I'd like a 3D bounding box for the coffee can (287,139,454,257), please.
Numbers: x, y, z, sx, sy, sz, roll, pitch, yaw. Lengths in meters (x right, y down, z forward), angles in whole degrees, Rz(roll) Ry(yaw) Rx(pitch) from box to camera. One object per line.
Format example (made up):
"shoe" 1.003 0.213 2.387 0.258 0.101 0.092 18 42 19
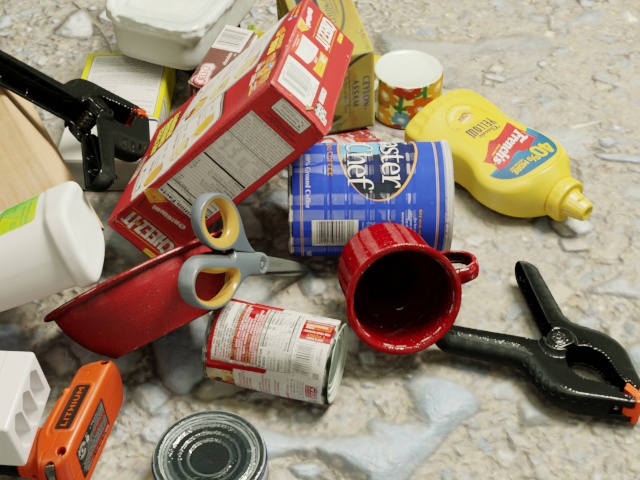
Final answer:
"coffee can" 0.042 -0.037 0.942 0.140 0.103 0.103 -1 43 0

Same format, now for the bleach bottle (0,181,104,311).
"bleach bottle" -0.293 0.036 0.813 0.251 0.068 0.102 -22 23 2

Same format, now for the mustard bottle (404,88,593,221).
"mustard bottle" 0.176 -0.072 1.010 0.096 0.058 0.192 -33 52 -27

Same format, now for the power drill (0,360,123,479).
"power drill" -0.252 0.120 0.821 0.188 0.057 0.184 6 47 11

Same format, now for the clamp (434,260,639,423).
"clamp" 0.190 0.081 0.862 0.172 0.039 0.120 29 58 25

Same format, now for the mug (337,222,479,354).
"mug" 0.071 0.031 0.867 0.117 0.093 0.081 -18 20 -3

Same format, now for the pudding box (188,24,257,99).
"pudding box" -0.097 -0.149 1.076 0.039 0.090 0.113 14 44 11

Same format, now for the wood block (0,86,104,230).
"wood block" -0.286 -0.078 0.924 0.090 0.091 0.206 -33 80 2

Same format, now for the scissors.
"scissors" -0.056 0.001 0.852 0.016 0.096 0.201 3 12 25

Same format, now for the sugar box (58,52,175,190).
"sugar box" -0.205 -0.123 1.084 0.093 0.048 0.176 2 47 2

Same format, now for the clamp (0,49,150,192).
"clamp" -0.196 -0.098 0.923 0.165 0.036 0.209 47 14 14

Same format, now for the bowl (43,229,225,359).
"bowl" -0.135 0.050 0.853 0.161 0.162 0.055 -26 89 -24

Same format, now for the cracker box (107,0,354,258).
"cracker box" -0.075 -0.094 0.932 0.072 0.214 0.164 42 33 -19

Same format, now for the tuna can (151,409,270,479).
"tuna can" -0.080 0.167 0.781 0.086 0.034 0.086 -1 43 1

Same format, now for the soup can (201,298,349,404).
"soup can" -0.035 0.086 0.840 0.102 0.068 0.068 11 45 12
